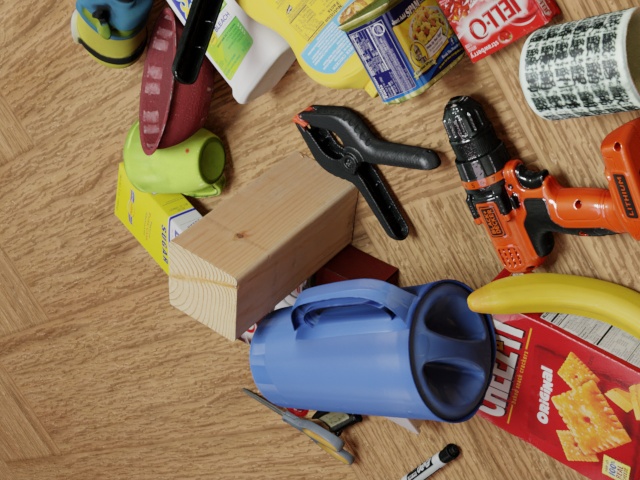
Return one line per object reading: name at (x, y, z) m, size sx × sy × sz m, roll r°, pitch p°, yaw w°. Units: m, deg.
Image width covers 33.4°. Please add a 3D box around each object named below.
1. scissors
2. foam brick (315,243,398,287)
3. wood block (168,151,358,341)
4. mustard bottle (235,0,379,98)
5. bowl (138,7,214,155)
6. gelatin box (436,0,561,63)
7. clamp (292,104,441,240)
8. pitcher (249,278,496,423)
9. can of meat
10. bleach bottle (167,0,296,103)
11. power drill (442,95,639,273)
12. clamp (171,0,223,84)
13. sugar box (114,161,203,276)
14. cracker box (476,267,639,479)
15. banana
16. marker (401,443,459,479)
scissors at (-0.025, 0.251, 1.428) m, size 0.096 × 0.016 × 0.202 m, roll 48°, pitch 161°, yaw -31°
foam brick at (0.039, 0.048, 1.191) m, size 0.078 × 0.052 × 0.051 m, roll 27°, pitch 135°, yaw 25°
wood block at (-0.058, 0.001, 1.126) m, size 0.091 × 0.205 × 0.090 m, roll 28°, pitch 135°, yaw 25°
mustard bottle at (0.012, -0.202, 1.011) m, size 0.191 × 0.058 × 0.096 m, roll 46°, pitch 105°, yaw 4°
bowl at (-0.154, -0.169, 1.165) m, size 0.162 × 0.055 × 0.162 m, roll -174°, pitch 90°, yaw -69°
gelatin box at (0.150, -0.204, 0.917) m, size 0.089 × 0.030 × 0.073 m, roll -22°, pitch 104°, yaw 49°
clamp at (0.047, -0.089, 1.092) m, size 0.171 × 0.039 × 0.120 m, roll 43°, pitch 133°, yaw 9°
pitcher at (0.038, 0.107, 1.062) m, size 0.243 × 0.144 × 0.149 m, roll -8°, pitch 93°, yaw 44°
can of meat at (0.076, -0.179, 0.951) m, size 0.058 × 0.101 × 0.084 m, roll -15°, pitch 111°, yaw 46°
bleach bottle at (-0.126, -0.266, 1.099) m, size 0.251 × 0.068 × 0.103 m, roll 49°, pitch 138°, yaw 5°
power drill at (0.209, -0.058, 0.955) m, size 0.188 × 0.057 × 0.184 m, roll -5°, pitch 119°, yaw 48°
clamp at (-0.081, -0.262, 0.983) m, size 0.036 × 0.210 × 0.165 m, roll 26°, pitch 135°, yaw -36°
sugar box at (-0.191, -0.017, 1.329) m, size 0.176 × 0.048 × 0.093 m, roll 47°, pitch 142°, yaw 30°
cracker box at (0.250, 0.142, 1.056) m, size 0.214 × 0.072 × 0.164 m, roll 27°, pitch 134°, yaw 26°
banana at (0.239, 0.061, 0.993) m, size 0.198 × 0.069 × 0.037 m, roll 15°, pitch 130°, yaw 13°
marker at (0.134, 0.277, 1.304) m, size 0.020 × 0.020 × 0.121 m, roll 46°, pitch 140°, yaw 5°
